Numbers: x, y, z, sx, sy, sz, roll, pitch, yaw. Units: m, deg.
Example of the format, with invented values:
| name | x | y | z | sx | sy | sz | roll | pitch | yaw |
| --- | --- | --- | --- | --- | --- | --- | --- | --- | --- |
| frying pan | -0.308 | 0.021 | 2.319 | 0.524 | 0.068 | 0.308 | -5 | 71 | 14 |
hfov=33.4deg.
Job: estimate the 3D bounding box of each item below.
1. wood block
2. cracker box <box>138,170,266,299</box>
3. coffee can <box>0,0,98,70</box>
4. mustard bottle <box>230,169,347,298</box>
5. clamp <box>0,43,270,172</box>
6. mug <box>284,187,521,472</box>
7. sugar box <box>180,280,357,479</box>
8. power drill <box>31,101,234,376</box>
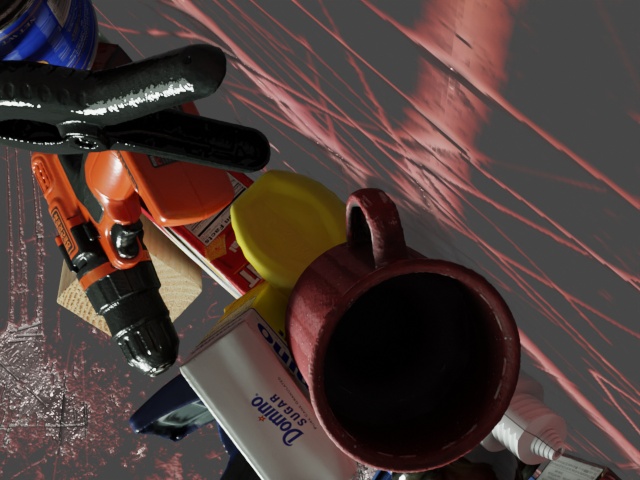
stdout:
| name | x | y | z | sx | sy | sz | roll | pitch | yaw |
| --- | --- | --- | --- | --- | --- | --- | --- | --- | --- |
| wood block | -0.169 | -0.008 | 0.974 | 0.090 | 0.090 | 0.206 | 36 | -159 | -25 |
| cracker box | -0.055 | 0.001 | 0.795 | 0.214 | 0.072 | 0.164 | 38 | 172 | 35 |
| coffee can | -0.184 | -0.133 | 0.584 | 0.103 | 0.103 | 0.140 | 43 | 173 | 3 |
| mustard bottle | 0.023 | 0.040 | 0.623 | 0.096 | 0.058 | 0.191 | 40 | 173 | 39 |
| clamp | -0.112 | -0.068 | 0.533 | 0.171 | 0.039 | 0.120 | 3 | 158 | 1 |
| mug | 0.028 | 0.034 | 0.476 | 0.081 | 0.093 | 0.117 | -141 | 37 | -72 |
| sugar box | -0.021 | 0.076 | 0.578 | 0.093 | 0.048 | 0.176 | 54 | -178 | -3 |
| power drill | -0.121 | -0.014 | 0.692 | 0.184 | 0.057 | 0.188 | 62 | 146 | 8 |
